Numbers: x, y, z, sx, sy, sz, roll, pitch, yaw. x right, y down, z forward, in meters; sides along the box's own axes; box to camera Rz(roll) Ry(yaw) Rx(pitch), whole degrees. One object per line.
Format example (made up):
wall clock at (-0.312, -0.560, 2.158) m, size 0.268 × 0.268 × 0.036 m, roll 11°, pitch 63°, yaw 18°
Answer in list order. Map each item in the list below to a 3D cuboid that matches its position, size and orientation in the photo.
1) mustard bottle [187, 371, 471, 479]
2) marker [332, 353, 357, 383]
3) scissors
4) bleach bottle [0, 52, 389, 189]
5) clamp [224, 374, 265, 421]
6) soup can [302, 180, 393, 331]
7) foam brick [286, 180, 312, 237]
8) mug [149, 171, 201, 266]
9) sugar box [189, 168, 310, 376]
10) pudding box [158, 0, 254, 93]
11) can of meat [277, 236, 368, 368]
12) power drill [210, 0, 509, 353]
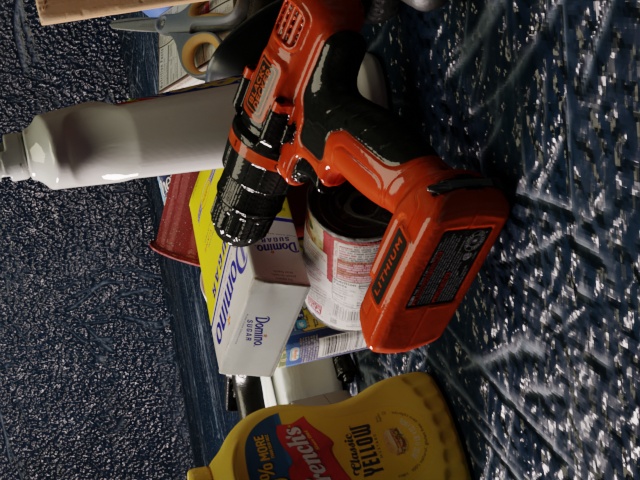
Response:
mustard bottle at (-0.007, 0.149, 0.679) m, size 0.058 × 0.191 × 0.096 m, roll 102°, pitch 154°, yaw -60°
marker at (0.008, 0.073, 0.941) m, size 0.020 × 0.020 × 0.121 m, roll 96°, pitch 159°, yaw -53°
scissors at (-0.139, -0.182, 0.983) m, size 0.202 × 0.016 × 0.096 m, roll -8°, pitch 72°, yaw 43°
bleach bottle at (-0.087, -0.074, 0.706) m, size 0.103 × 0.250 × 0.068 m, roll -144°, pitch 44°, yaw -72°
clamp at (-0.074, 0.123, 1.017) m, size 0.165 × 0.036 × 0.210 m, roll -122°, pitch 25°, yaw -58°
soup can at (0.023, 0.006, 0.711) m, size 0.102 × 0.068 × 0.068 m, roll 94°, pitch 161°, yaw -50°
foam brick at (-0.015, -0.011, 0.893) m, size 0.078 × 0.053 × 0.051 m, roll 97°, pitch 158°, yaw -53°
mug at (-0.095, -0.028, 0.917) m, size 0.117 × 0.093 × 0.081 m, roll -148°, pitch 70°, yaw -65°
sugar box at (-0.055, 0.001, 0.761) m, size 0.176 × 0.048 × 0.093 m, roll -104°, pitch 28°, yaw -47°
pudding box at (-0.104, -0.189, 0.992) m, size 0.114 × 0.039 × 0.090 m, roll -24°, pitch 60°, yaw 38°
can of meat at (-0.004, 0.043, 0.824) m, size 0.057 × 0.083 × 0.102 m, roll 97°, pitch 158°, yaw -55°
power drill at (0.009, -0.027, 0.599) m, size 0.188 × 0.057 × 0.185 m, roll 51°, pitch 133°, yaw 34°
